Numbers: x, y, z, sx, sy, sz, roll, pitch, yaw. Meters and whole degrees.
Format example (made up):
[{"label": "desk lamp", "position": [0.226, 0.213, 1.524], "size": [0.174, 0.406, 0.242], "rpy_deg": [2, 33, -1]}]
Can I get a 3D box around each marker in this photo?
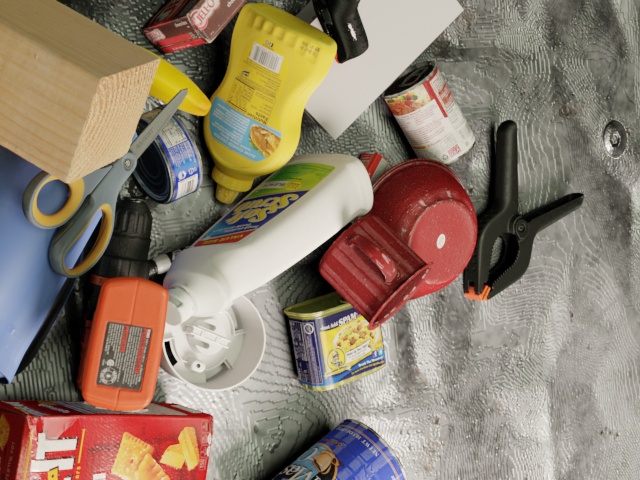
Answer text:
[{"label": "marker", "position": [-0.132, 0.015, 1.027], "size": [0.120, 0.020, 0.020], "rpy_deg": [-21, 103, -33]}]

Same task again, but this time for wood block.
[{"label": "wood block", "position": [-0.239, -0.139, 0.801], "size": [0.090, 0.206, 0.090], "rpy_deg": [-65, 171, 27]}]

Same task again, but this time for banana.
[{"label": "banana", "position": [-0.189, -0.156, 0.961], "size": [0.197, 0.037, 0.069], "rpy_deg": [9, 52, -40]}]

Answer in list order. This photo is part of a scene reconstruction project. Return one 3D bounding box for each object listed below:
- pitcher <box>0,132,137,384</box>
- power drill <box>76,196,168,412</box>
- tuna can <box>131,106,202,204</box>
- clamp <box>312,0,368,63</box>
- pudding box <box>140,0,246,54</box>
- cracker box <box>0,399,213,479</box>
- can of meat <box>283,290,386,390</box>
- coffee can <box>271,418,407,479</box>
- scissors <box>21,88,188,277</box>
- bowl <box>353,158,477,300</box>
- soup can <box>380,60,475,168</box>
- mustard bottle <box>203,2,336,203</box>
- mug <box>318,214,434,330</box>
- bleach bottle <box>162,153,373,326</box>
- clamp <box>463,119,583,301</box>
[{"label": "pitcher", "position": [-0.250, -0.008, 0.887], "size": [0.145, 0.149, 0.242], "rpy_deg": [34, 68, -15]}, {"label": "power drill", "position": [-0.166, 0.057, 0.899], "size": [0.057, 0.188, 0.184], "rpy_deg": [8, 93, -13]}, {"label": "tuna can", "position": [-0.146, -0.077, 0.975], "size": [0.033, 0.086, 0.086], "rpy_deg": [-28, 107, -30]}, {"label": "clamp", "position": [0.017, -0.213, 0.967], "size": [0.039, 0.120, 0.171], "rpy_deg": [-25, 144, 1]}, {"label": "pudding box", "position": [-0.105, -0.228, 0.998], "size": [0.039, 0.090, 0.113], "rpy_deg": [50, 64, -27]}, {"label": "cracker box", "position": [-0.196, 0.225, 0.925], "size": [0.213, 0.072, 0.164], "rpy_deg": [12, 86, -50]}, {"label": "can of meat", "position": [0.018, 0.102, 1.114], "size": [0.101, 0.058, 0.084], "rpy_deg": [-16, 102, -35]}, {"label": "coffee can", "position": [0.005, 0.262, 1.079], "size": [0.140, 0.103, 0.103], "rpy_deg": [-34, 110, -30]}, {"label": "scissors", "position": [-0.174, -0.067, 0.859], "size": [0.096, 0.016, 0.201], "rpy_deg": [45, 59, -46]}, {"label": "bowl", "position": [0.114, -0.004, 1.138], "size": [0.161, 0.055, 0.162], "rpy_deg": [-10, 109, -31]}, {"label": "soup can", "position": [0.119, -0.136, 1.174], "size": [0.068, 0.069, 0.102], "rpy_deg": [-45, 115, -26]}, {"label": "mustard bottle", "position": [-0.061, -0.121, 1.017], "size": [0.058, 0.096, 0.192], "rpy_deg": [-28, 145, -62]}, {"label": "mug", "position": [0.052, 0.026, 1.049], "size": [0.093, 0.117, 0.081], "rpy_deg": [-44, 76, -6]}, {"label": "bleach bottle", "position": [-0.057, 0.001, 0.999], "size": [0.250, 0.103, 0.068], "rpy_deg": [-42, 126, -43]}, {"label": "clamp", "position": [0.236, -0.016, 1.278], "size": [0.164, 0.036, 0.210], "rpy_deg": [31, 75, -31]}]
